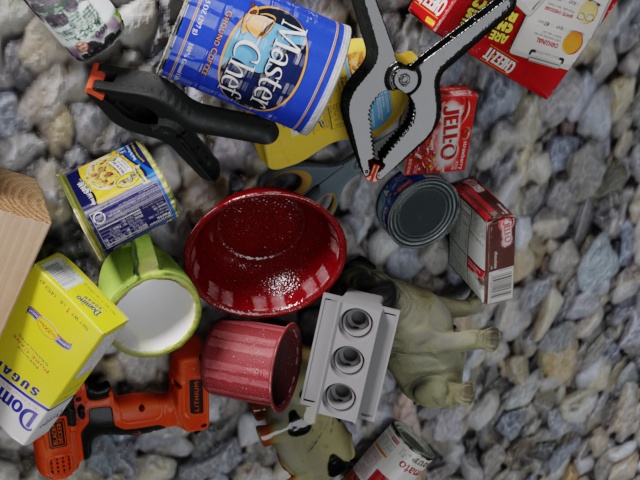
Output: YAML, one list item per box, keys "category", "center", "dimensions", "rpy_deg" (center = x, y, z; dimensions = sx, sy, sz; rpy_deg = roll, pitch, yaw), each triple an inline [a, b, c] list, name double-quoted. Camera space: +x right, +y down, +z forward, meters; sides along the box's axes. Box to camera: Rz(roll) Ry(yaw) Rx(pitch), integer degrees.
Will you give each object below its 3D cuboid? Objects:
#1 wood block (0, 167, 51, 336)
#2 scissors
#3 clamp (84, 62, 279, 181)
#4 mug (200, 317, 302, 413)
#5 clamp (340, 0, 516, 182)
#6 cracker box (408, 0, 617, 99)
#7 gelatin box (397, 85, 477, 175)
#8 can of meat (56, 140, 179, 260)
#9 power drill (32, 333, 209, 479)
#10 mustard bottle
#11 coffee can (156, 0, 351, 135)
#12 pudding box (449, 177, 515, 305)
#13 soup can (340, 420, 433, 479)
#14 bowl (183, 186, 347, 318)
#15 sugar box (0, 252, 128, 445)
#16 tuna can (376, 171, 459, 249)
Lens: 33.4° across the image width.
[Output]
- category: "wood block"
  center: [-0.327, 0.039, 0.953]
  dimensions: [0.090, 0.090, 0.206]
  rpy_deg: [16, 112, -32]
- category: "scissors"
  center: [0.018, -0.083, 1.069]
  dimensions: [0.096, 0.016, 0.202]
  rpy_deg: [31, 111, -31]
- category: "clamp"
  center: [-0.135, -0.106, 0.970]
  dimensions: [0.171, 0.039, 0.120]
  rpy_deg: [23, 145, -18]
- category: "mug"
  center: [-0.068, 0.117, 1.106]
  dimensions: [0.082, 0.117, 0.093]
  rpy_deg: [8, 127, 17]
- category: "clamp"
  center: [0.065, -0.158, 0.974]
  dimensions: [0.164, 0.036, 0.210]
  rpy_deg: [20, 106, -12]
- category: "cracker box"
  center: [0.211, -0.268, 1.025]
  dimensions: [0.164, 0.072, 0.214]
  rpy_deg: [23, 109, -32]
- category: "gelatin box"
  center: [0.119, -0.114, 1.104]
  dimensions: [0.073, 0.030, 0.089]
  rpy_deg: [-6, 123, -22]
- category: "can of meat"
  center: [-0.182, -0.040, 0.965]
  dimensions: [0.084, 0.102, 0.057]
  rpy_deg: [-28, 127, -10]
- category: "power drill"
  center: [-0.211, 0.150, 1.100]
  dimensions: [0.187, 0.057, 0.184]
  rpy_deg: [-9, 120, -18]
- category: "mustard bottle"
  center: [0.024, -0.141, 1.023]
  dimensions: [0.191, 0.058, 0.096]
  rpy_deg: [-20, 112, -13]
- category: "coffee can"
  center: [-0.057, -0.163, 0.917]
  dimensions: [0.140, 0.103, 0.103]
  rpy_deg: [21, 110, -12]
- category: "pudding box"
  center: [0.175, 0.001, 1.165]
  dimensions: [0.039, 0.090, 0.113]
  rpy_deg: [-14, 125, -15]
- category: "soup can"
  center: [0.082, 0.281, 1.313]
  dimensions: [0.068, 0.069, 0.102]
  rpy_deg: [33, 101, -37]
- category: "bowl"
  center: [-0.057, 0.001, 1.064]
  dimensions: [0.162, 0.055, 0.162]
  rpy_deg: [-5, 130, -6]
- category: "sugar box"
  center: [-0.259, 0.104, 0.989]
  dimensions: [0.176, 0.093, 0.048]
  rpy_deg: [-51, 170, 28]
- category: "tuna can"
  center: [0.104, -0.035, 1.144]
  dimensions: [0.086, 0.034, 0.086]
  rpy_deg: [-12, 124, -18]
